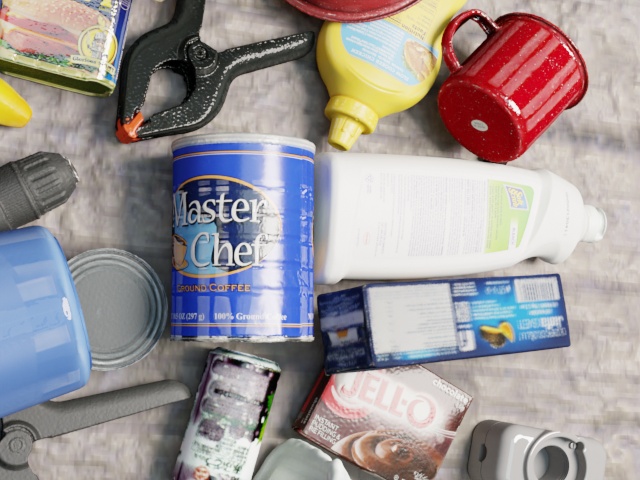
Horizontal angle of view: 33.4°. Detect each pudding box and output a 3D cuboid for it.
[{"bbox_3d":[0.047,0.131,0.813,0.113,0.039,0.090,32,76,-14],"label":"pudding box"}]

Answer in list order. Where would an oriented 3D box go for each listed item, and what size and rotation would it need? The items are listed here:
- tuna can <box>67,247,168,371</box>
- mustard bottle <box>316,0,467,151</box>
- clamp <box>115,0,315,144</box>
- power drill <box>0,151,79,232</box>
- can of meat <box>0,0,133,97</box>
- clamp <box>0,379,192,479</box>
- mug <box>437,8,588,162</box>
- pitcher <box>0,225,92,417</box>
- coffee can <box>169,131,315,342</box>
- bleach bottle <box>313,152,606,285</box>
[{"bbox_3d":[-0.153,0.049,0.756,0.086,0.034,0.086,1,86,-18],"label":"tuna can"},{"bbox_3d":[0.051,-0.157,0.826,0.096,0.058,0.191,26,78,-13],"label":"mustard bottle"},{"bbox_3d":[-0.097,-0.145,0.788,0.171,0.039,0.120,-43,93,-23],"label":"clamp"},{"bbox_3d":[-0.272,-0.067,0.688,0.184,0.057,0.187,-27,111,-14],"label":"power drill"},{"bbox_3d":[-0.185,-0.154,0.750,0.102,0.057,0.084,13,84,-17],"label":"can of meat"},{"bbox_3d":[-0.200,0.134,0.732,0.210,0.036,0.164,31,68,-9],"label":"clamp"},{"bbox_3d":[0.137,-0.123,0.817,0.081,0.093,0.117,-46,104,-25],"label":"mug"},{"bbox_3d":[-0.264,0.072,0.630,0.242,0.145,0.149,-16,54,-19],"label":"pitcher"},{"bbox_3d":[-0.055,0.001,0.756,0.102,0.103,0.140,2,86,-18],"label":"coffee can"},{"bbox_3d":[0.111,-0.012,0.834,0.250,0.068,0.102,4,94,-22],"label":"bleach bottle"}]
